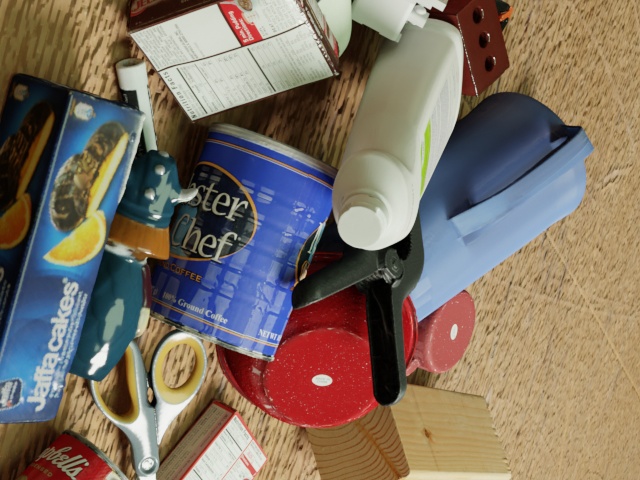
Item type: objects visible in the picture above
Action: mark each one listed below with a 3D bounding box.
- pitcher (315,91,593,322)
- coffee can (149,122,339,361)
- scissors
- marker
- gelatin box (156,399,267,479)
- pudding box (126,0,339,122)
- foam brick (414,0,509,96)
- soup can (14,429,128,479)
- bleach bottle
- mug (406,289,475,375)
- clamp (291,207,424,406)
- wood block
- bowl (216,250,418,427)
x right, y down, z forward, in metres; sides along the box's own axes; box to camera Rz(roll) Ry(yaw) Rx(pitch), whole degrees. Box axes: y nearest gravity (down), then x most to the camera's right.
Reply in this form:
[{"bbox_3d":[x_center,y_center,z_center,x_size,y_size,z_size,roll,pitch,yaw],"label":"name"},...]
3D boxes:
[{"bbox_3d":[0.117,-0.024,0.925,0.242,0.145,0.149,-36,145,-31],"label":"pitcher"},{"bbox_3d":[-0.055,0.001,0.751,0.102,0.103,0.140,25,85,-54],"label":"coffee can"},{"bbox_3d":[-0.113,0.147,0.781,0.096,0.016,0.202,-25,118,-21],"label":"scissors"},{"bbox_3d":[-0.117,-0.061,0.713,0.020,0.020,0.121,-33,129,-40],"label":"marker"},{"bbox_3d":[-0.089,0.183,0.851,0.089,0.030,0.073,-51,138,-24],"label":"gelatin box"},{"bbox_3d":[-0.055,-0.131,0.689,0.090,0.114,0.039,56,26,-48],"label":"pudding box"},{"bbox_3d":[0.114,-0.166,0.876,0.053,0.051,0.078,-43,128,-30],"label":"foam brick"},{"bbox_3d":[-0.181,0.184,0.701,0.102,0.069,0.068,-46,137,-29],"label":"soup can"},{"bbox_3d":[0.053,-0.073,0.753,0.250,0.068,0.102,-63,155,-59],"label":"bleach bottle"},{"bbox_3d":[0.082,0.081,0.981,0.117,0.082,0.093,-49,139,-27],"label":"mug"},{"bbox_3d":[0.033,0.020,0.770,0.120,0.039,0.171,48,40,-38],"label":"clamp"},{"bbox_3d":[0.087,0.194,1.003,0.205,0.090,0.091,19,48,-54],"label":"wood block"},{"bbox_3d":[0.000,0.090,0.823,0.162,0.055,0.162,-2,120,-4],"label":"bowl"}]
